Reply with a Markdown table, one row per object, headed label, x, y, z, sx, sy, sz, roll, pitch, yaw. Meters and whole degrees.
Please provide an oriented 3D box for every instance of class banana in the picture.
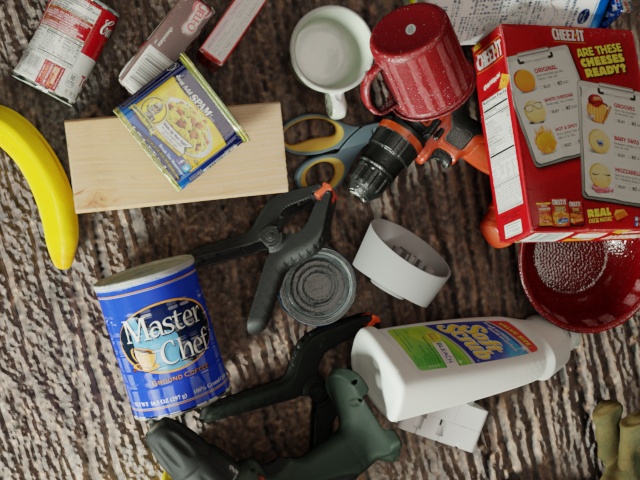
| label | x | y | z | sx | sy | sz | roll | pitch | yaw |
| --- | --- | --- | --- | --- | --- | --- | --- | --- | --- |
| banana | -0.291 | -0.066 | 1.065 | 0.070 | 0.037 | 0.198 | -34 | 99 | 13 |

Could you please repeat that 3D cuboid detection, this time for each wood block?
| label | x | y | z | sx | sy | sz | roll | pitch | yaw |
| --- | --- | --- | --- | --- | --- | --- | --- | --- | --- |
| wood block | -0.142 | -0.083 | 1.062 | 0.206 | 0.090 | 0.091 | -7 | 96 | -9 |

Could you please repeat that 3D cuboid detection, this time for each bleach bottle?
| label | x | y | z | sx | sy | sz | roll | pitch | yaw |
| --- | --- | --- | --- | --- | --- | --- | --- | --- | --- |
| bleach bottle | 0.165 | 0.118 | 1.128 | 0.250 | 0.103 | 0.068 | -10 | 130 | -27 |

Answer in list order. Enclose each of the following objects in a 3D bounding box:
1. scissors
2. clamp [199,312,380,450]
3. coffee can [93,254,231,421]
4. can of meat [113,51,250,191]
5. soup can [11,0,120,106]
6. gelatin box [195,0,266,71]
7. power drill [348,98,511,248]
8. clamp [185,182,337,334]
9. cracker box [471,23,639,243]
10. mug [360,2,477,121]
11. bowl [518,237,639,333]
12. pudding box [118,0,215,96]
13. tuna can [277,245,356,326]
| label | x | y | z | sx | sy | sz | roll | pitch | yaw |
| --- | --- | --- | --- | --- | --- | --- | --- | --- | --- |
| scissors | 0.051 | -0.097 | 1.134 | 0.201 | 0.016 | 0.096 | -2 | 101 | -15 |
| clamp | -0.002 | 0.168 | 1.133 | 0.210 | 0.036 | 0.164 | -44 | 103 | -7 |
| coffee can | -0.157 | 0.095 | 1.066 | 0.102 | 0.103 | 0.140 | -17 | 98 | -9 |
| can of meat | -0.129 | -0.108 | 0.988 | 0.084 | 0.057 | 0.102 | -38 | 99 | -4 |
| soup can | -0.249 | -0.191 | 1.044 | 0.068 | 0.068 | 0.102 | 27 | 90 | -11 |
| gelatin box | -0.088 | -0.214 | 1.069 | 0.030 | 0.073 | 0.089 | 34 | 88 | -11 |
| power drill | 0.141 | -0.076 | 1.119 | 0.187 | 0.057 | 0.184 | 39 | 81 | -15 |
| clamp | -0.057 | 0.001 | 1.095 | 0.120 | 0.039 | 0.171 | 35 | 76 | 19 |
| cracker box | 0.250 | -0.106 | 1.086 | 0.164 | 0.072 | 0.214 | -2 | 78 | -23 |
| mug | 0.088 | -0.171 | 1.044 | 0.117 | 0.093 | 0.081 | -36 | 135 | -4 |
| bowl | 0.284 | 0.018 | 1.164 | 0.162 | 0.055 | 0.162 | -1 | 95 | -10 |
| pudding box | -0.152 | -0.187 | 1.051 | 0.039 | 0.090 | 0.113 | 39 | 88 | -9 |
| tuna can | -0.005 | 0.047 | 1.125 | 0.086 | 0.034 | 0.086 | -1 | 95 | -10 |
